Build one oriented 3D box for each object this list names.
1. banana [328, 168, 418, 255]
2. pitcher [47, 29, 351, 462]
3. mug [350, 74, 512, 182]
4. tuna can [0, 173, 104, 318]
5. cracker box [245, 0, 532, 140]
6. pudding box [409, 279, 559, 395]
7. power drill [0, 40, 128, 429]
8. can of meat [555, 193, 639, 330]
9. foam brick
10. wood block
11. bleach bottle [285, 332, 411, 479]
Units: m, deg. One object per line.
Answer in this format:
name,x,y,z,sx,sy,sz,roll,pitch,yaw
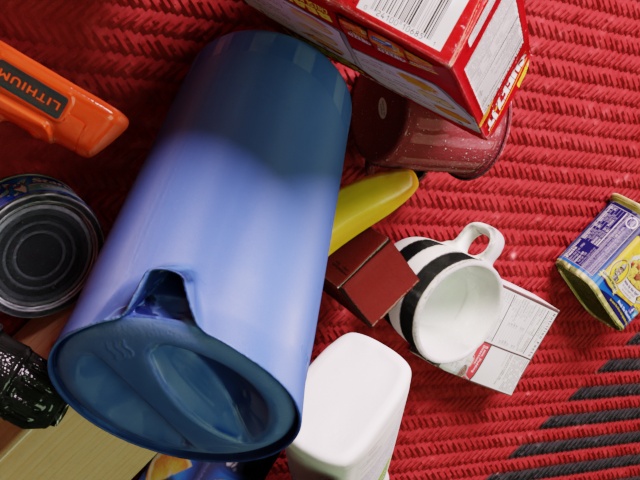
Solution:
banana,-0.014,0.019,0.733,0.197,0.070,0.037,-51,147,-8
pitcher,-0.054,0.001,0.621,0.145,0.149,0.242,37,46,-26
mug,0.070,-0.082,0.762,0.081,0.093,0.117,1,138,-30
tuna can,-0.178,0.004,0.659,0.086,0.034,0.086,-15,120,-28
cracker box,0.030,-0.137,0.592,0.072,0.164,0.213,-61,166,4
pudding box,0.142,0.077,0.915,0.113,0.039,0.090,24,97,-42
power drill,-0.186,-0.008,0.592,0.184,0.057,0.187,32,87,-10
can of meat,0.269,0.022,0.964,0.084,0.058,0.102,-46,129,-4
foam brick,0.022,0.016,0.776,0.053,0.078,0.051,-44,130,-6
wood block,-0.178,0.125,0.682,0.206,0.090,0.090,-45,130,-9
bleach bottle,0.016,0.175,0.813,0.102,0.068,0.251,-48,157,-29
